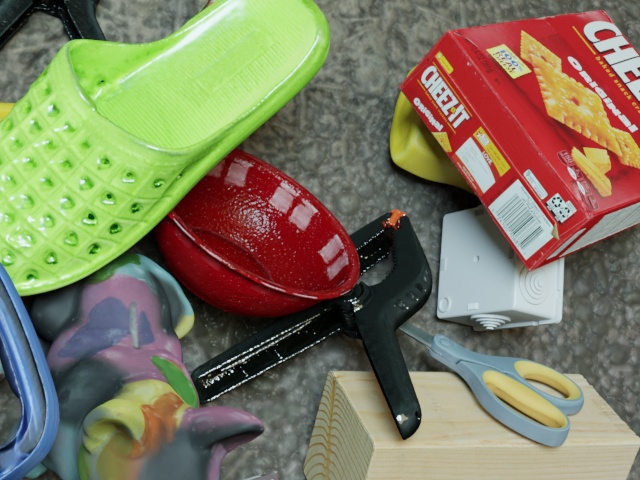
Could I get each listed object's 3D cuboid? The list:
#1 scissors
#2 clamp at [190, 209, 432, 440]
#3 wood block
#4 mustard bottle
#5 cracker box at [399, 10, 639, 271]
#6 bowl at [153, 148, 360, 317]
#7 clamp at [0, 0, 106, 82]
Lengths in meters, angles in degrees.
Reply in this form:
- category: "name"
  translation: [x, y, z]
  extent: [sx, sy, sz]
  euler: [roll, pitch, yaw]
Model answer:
- category: "scissors"
  translation: [0.106, 0.080, 0.768]
  extent: [0.096, 0.202, 0.016]
  euler: [-6, 123, -43]
- category: "clamp"
  translation: [0.029, 0.053, 0.737]
  extent: [0.209, 0.165, 0.036]
  euler: [-50, 138, -39]
- category: "wood block"
  translation: [0.105, 0.152, 0.751]
  extent: [0.205, 0.090, 0.091]
  euler: [3, 116, -22]
- category: "mustard bottle"
  translation: [0.151, -0.068, 0.848]
  extent: [0.191, 0.058, 0.096]
  euler: [23, 58, -18]
- category: "cracker box"
  translation: [0.184, -0.084, 0.785]
  extent: [0.213, 0.072, 0.164]
  euler: [-18, 68, -43]
- category: "bowl"
  translation: [-0.055, 0.001, 0.723]
  extent: [0.162, 0.055, 0.162]
  euler: [27, 27, -15]
- category: "clamp"
  translation: [-0.196, -0.168, 0.732]
  extent: [0.120, 0.039, 0.171]
  euler: [0, 73, -28]
